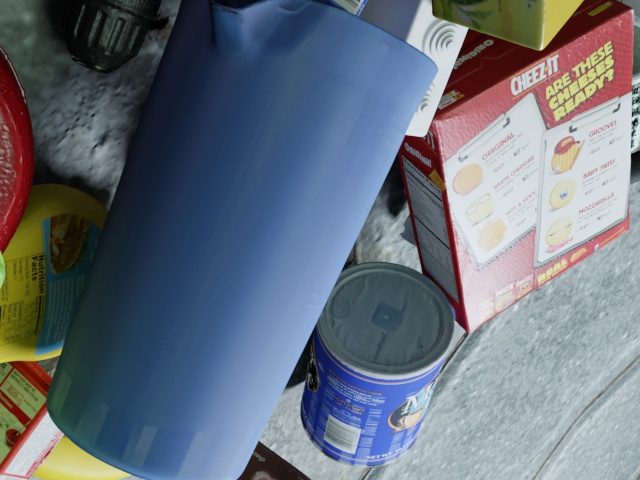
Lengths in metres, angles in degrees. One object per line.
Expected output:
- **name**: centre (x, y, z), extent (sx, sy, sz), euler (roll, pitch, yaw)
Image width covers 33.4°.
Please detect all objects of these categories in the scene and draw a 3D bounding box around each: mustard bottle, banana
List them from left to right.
- **mustard bottle**: centre (-0.158, 0.020, 0.564), extent (0.191, 0.058, 0.096), euler (-15, 120, -46)
- **banana**: centre (-0.129, 0.128, 0.725), extent (0.197, 0.037, 0.070), euler (-19, 115, -45)

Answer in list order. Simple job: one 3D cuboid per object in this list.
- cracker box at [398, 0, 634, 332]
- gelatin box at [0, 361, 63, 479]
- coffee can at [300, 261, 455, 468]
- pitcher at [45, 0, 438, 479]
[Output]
- **cracker box**: centre (0.142, -0.058, 0.773), extent (0.164, 0.072, 0.213), euler (-30, 136, -14)
- **gelatin box**: centre (-0.185, 0.105, 0.593), extent (0.089, 0.073, 0.030), euler (-55, 149, -2)
- **coffee can**: centre (0.041, 0.099, 0.831), extent (0.102, 0.103, 0.140), euler (-34, 152, -30)
- **pitcher**: centre (-0.041, -0.004, 0.548), extent (0.149, 0.145, 0.243), euler (21, 94, -23)
